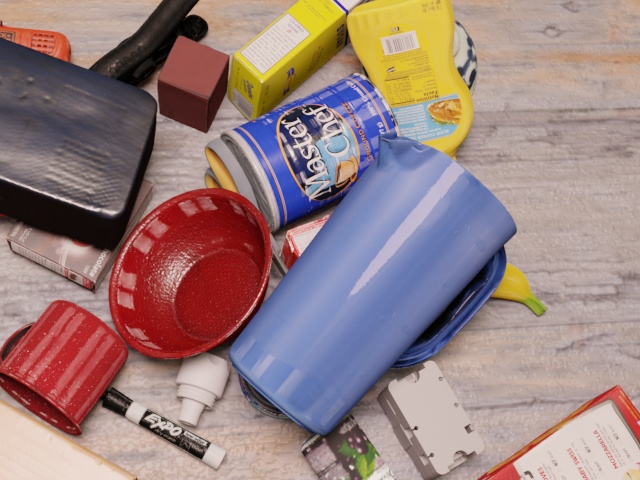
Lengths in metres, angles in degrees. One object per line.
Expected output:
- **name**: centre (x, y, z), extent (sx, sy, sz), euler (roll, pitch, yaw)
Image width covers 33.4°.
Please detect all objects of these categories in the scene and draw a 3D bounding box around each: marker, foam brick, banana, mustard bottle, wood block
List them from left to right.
- **wood block**: centre (-0.259, 0.185, 0.867), extent (0.206, 0.090, 0.090), euler (29, 70, 2)
- **marker**: centre (-0.138, 0.162, 0.929), extent (0.121, 0.020, 0.020), euler (29, 69, 2)
- **foam brick**: centre (-0.120, -0.147, 1.009), extent (0.053, 0.078, 0.051), euler (23, 71, 0)
- **mustard bottle**: centre (0.094, -0.135, 1.009), extent (0.096, 0.058, 0.191), euler (-9, 111, 18)
- **banana**: centre (0.115, 0.057, 0.992), extent (0.197, 0.037, 0.069), euler (-14, 72, -12)

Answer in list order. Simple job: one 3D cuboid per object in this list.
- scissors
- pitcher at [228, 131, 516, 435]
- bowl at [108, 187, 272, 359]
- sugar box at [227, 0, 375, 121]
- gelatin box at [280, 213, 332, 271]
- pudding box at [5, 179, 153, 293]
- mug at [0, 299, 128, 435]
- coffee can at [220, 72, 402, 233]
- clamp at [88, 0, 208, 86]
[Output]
- **scissors**: centre (-0.056, 0.001, 0.976), extent (0.016, 0.096, 0.202), euler (-29, 95, -20)
- **pitcher**: centre (0.045, 0.044, 0.889), extent (0.149, 0.145, 0.243), euler (39, 86, 10)
- **bowl**: centre (-0.104, 0.037, 0.937), extent (0.162, 0.055, 0.162), euler (-12, 59, 21)
- **sugar box**: centre (-0.012, -0.196, 1.033), extent (0.176, 0.093, 0.048), euler (-41, 82, -18)
- **gelatin box**: centre (0.009, 0.001, 0.978), extent (0.089, 0.073, 0.030), euler (-20, 74, -14)
- **pudding box**: centre (-0.217, -0.022, 0.971), extent (0.090, 0.039, 0.113), euler (26, 69, 1)
- **mug**: centre (-0.226, 0.102, 0.909), extent (0.117, 0.093, 0.081), euler (14, 58, 36)
- **coffee can**: centre (-0.008, -0.081, 0.988), extent (0.140, 0.103, 0.103), euler (-27, 77, -16)
- **clamp**: centre (-0.169, -0.176, 0.994), extent (0.039, 0.120, 0.171), euler (44, 75, 8)
